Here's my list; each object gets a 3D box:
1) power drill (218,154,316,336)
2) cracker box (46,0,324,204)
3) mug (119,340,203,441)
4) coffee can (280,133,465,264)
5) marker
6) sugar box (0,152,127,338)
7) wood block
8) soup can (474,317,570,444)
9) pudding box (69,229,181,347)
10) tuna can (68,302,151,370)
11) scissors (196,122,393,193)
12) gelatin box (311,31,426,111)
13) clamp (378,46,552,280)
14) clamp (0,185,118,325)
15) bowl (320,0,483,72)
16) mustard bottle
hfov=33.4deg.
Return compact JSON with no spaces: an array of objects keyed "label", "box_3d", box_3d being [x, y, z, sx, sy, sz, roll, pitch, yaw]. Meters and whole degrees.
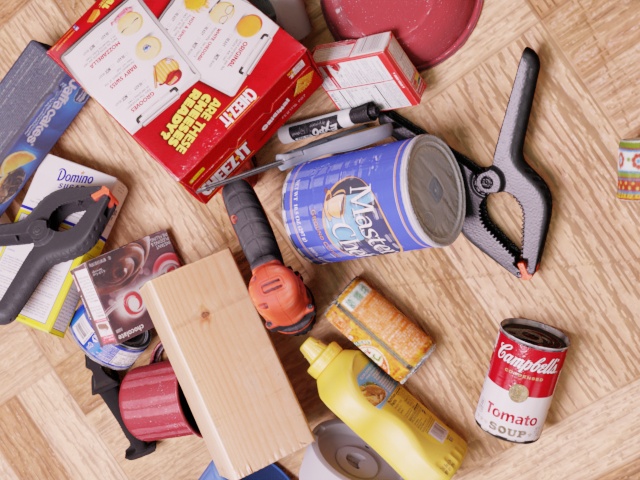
[{"label":"power drill","box_3d":[-0.057,0.001,1.043,0.057,0.184,0.188,-24,75,-1]},{"label":"cracker box","box_3d":[-0.127,-0.162,0.995,0.164,0.072,0.214,-46,64,-2]},{"label":"mug","box_3d":[-0.160,0.158,1.142,0.082,0.093,0.117,-13,67,26]},{"label":"coffee can","box_3d":[0.049,-0.036,0.993,0.141,0.102,0.103,-9,99,37]},{"label":"marker","box_3d":[0.008,-0.114,1.030,0.121,0.020,0.020,-9,100,42]},{"label":"sugar box","box_3d":[-0.281,0.005,1.128,0.093,0.048,0.176,20,78,15]},{"label":"wood block","box_3d":[-0.094,0.122,1.056,0.090,0.090,0.206,-23,88,-16]},{"label":"soup can","box_3d":[0.191,0.134,1.019,0.068,0.068,0.102,18,108,14]},{"label":"pudding box","box_3d":[-0.193,0.049,1.109,0.039,0.113,0.090,-17,97,48]},{"label":"tuna can","box_3d":[-0.225,0.096,1.144,0.086,0.086,0.034,44,111,5]},{"label":"scissors","box_3d":[-0.011,-0.078,0.970,0.096,0.201,0.016,-7,103,44]},{"label":"gelatin box","box_3d":[0.043,-0.154,0.995,0.089,0.030,0.073,-4,142,37]},{"label":"clamp","box_3d":[0.166,-0.066,0.996,0.165,0.036,0.210,-28,92,30]},{"label":"clamp","box_3d":[-0.290,-0.006,1.088,0.171,0.039,0.120,-40,70,-10]},{"label":"bowl","box_3d":[0.067,-0.233,0.986,0.162,0.055,0.162,4,104,19]},{"label":"mustard bottle","box_3d":[0.056,0.165,1.057,0.191,0.096,0.058,42,112,6]}]
